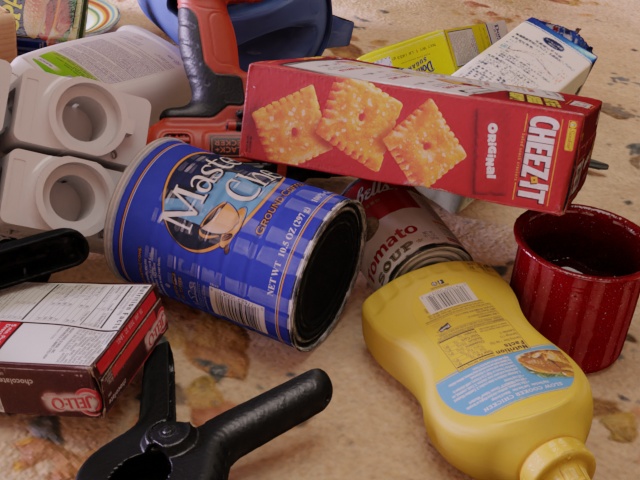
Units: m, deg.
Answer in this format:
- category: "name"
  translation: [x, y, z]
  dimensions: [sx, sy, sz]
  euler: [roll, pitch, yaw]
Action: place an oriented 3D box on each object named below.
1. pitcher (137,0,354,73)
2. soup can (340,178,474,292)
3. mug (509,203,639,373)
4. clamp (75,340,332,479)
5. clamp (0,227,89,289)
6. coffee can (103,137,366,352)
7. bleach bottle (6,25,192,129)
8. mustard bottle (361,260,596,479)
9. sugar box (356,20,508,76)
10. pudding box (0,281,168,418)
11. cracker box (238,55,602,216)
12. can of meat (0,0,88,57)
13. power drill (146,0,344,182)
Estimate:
- category: "pitcher"
  translation: [-0.087, -0.230, 1.024]
  dimensions: [0.145, 0.149, 0.243]
  euler: [-39, 33, -6]
- category: "soup can"
  translation: [0.056, 0.005, 0.740]
  dimensions: [0.068, 0.068, 0.102]
  euler: [-7, 34, -19]
- category: "mug"
  translation: [0.162, 0.027, 0.710]
  dimensions: [0.093, 0.081, 0.117]
  euler: [-5, 34, -16]
- category: "clamp"
  translation: [-0.067, 0.113, 0.570]
  dimensions: [0.120, 0.039, 0.171]
  euler: [-3, 32, 21]
- category: "clamp"
  translation: [-0.256, 0.044, 0.612]
  dimensions: [0.210, 0.036, 0.164]
  euler: [-4, 26, 13]
- category: "coffee can"
  translation: [-0.055, 0.001, 0.696]
  dimensions: [0.140, 0.103, 0.102]
  euler: [20, 34, 21]
- category: "bleach bottle"
  translation: [-0.200, -0.119, 0.845]
  dimensions: [0.103, 0.068, 0.250]
  euler: [30, 25, 17]
- category: "mustard bottle"
  translation: [0.102, 0.088, 0.624]
  dimensions: [0.096, 0.058, 0.192]
  euler: [-15, 37, -16]
- category: "sugar box"
  translation: [0.108, -0.165, 0.976]
  dimensions: [0.093, 0.048, 0.176]
  euler: [-14, 4, 30]
- category: "pudding box"
  translation: [-0.158, 0.061, 0.624]
  dimensions: [0.114, 0.039, 0.090]
  euler: [2, 29, 18]
- category: "cracker box"
  translation: [0.074, -0.076, 0.729]
  dimensions: [0.214, 0.072, 0.164]
  euler: [12, 14, 16]
- category: "can of meat"
  translation: [-0.268, -0.207, 1.013]
  dimensions: [0.084, 0.057, 0.102]
  euler: [5, 61, -8]
- category: "power drill"
  translation: [-0.051, -0.138, 0.858]
  dimensions: [0.184, 0.187, 0.057]
  euler: [-1, -7, -13]
